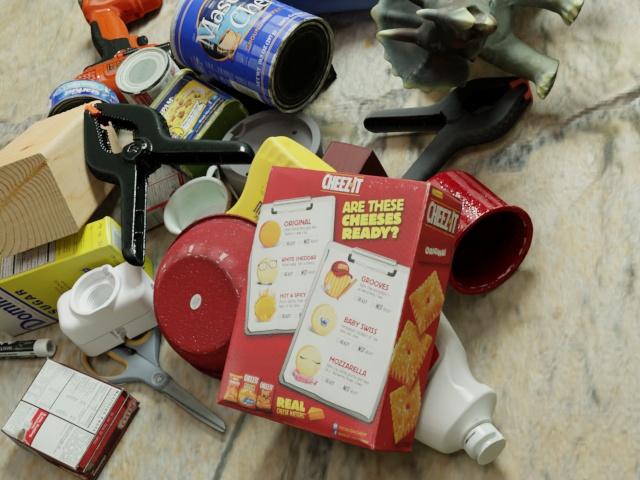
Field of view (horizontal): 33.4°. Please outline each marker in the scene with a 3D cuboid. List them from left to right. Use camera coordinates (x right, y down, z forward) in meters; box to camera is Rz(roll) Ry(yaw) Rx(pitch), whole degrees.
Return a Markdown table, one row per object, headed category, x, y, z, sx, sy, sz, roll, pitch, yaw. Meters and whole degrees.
| category | x | y | z | sx | sy | sz | roll | pitch | yaw |
| --- | --- | --- | --- | --- | --- | --- | --- | --- | --- |
| marker | -0.338 | 0.116 | 1.140 | 0.121 | 0.020 | 0.020 | -5 | 55 | 23 |

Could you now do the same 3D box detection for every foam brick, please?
| category | x | y | z | sx | sy | sz | roll | pitch | yaw |
| --- | --- | --- | --- | --- | --- | --- | --- | --- | --- |
| foam brick | 0.023 | -0.052 | 1.067 | 0.051 | 0.053 | 0.078 | 16 | 65 | 33 |

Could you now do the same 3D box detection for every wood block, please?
| category | x | y | z | sx | sy | sz | roll | pitch | yaw |
| --- | --- | --- | --- | --- | --- | --- | --- | --- | --- |
| wood block | -0.284 | -0.072 | 1.140 | 0.091 | 0.090 | 0.206 | -18 | 19 | 12 |

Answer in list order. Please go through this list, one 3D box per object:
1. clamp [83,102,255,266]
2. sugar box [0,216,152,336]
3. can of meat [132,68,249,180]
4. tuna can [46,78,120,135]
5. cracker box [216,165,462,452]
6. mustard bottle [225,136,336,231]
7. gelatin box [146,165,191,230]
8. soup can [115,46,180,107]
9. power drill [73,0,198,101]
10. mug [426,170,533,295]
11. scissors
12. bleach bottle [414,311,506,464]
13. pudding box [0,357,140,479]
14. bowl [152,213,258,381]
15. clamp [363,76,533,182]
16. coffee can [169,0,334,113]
| category | x | y | z | sx | sy | sz | roll | pitch | yaw |
| --- | --- | --- | --- | --- | --- | --- | --- | --- | --- |
| clamp | -0.186 | -0.074 | 1.088 | 0.210 | 0.036 | 0.164 | 33 | 76 | 33 |
| sugar box | -0.274 | 0.041 | 1.116 | 0.176 | 0.093 | 0.048 | -21 | 51 | 12 |
| can of meat | -0.137 | -0.123 | 1.147 | 0.084 | 0.057 | 0.102 | 33 | 81 | 35 |
| tuna can | -0.278 | -0.148 | 1.256 | 0.086 | 0.086 | 0.034 | -21 | 49 | 11 |
| cracker box | 0.016 | 0.054 | 0.895 | 0.164 | 0.072 | 0.213 | 9 | 84 | 35 |
| mustard bottle | -0.057 | 0.001 | 1.031 | 0.096 | 0.058 | 0.192 | 38 | 109 | 13 |
| gelatin box | -0.171 | -0.058 | 1.177 | 0.089 | 0.030 | 0.073 | -23 | 50 | 5 |
| soup can | -0.178 | -0.160 | 1.206 | 0.069 | 0.102 | 0.068 | -12 | 53 | 17 |
| power drill | -0.222 | -0.254 | 1.321 | 0.184 | 0.057 | 0.188 | -18 | 49 | 2 |
| mug | 0.122 | -0.014 | 0.957 | 0.093 | 0.117 | 0.082 | -59 | 43 | 16 |
| scissors | -0.153 | 0.120 | 1.052 | 0.202 | 0.016 | 0.096 | 12 | 63 | 31 |
| bleach bottle | 0.079 | 0.091 | 0.934 | 0.102 | 0.068 | 0.251 | -42 | 52 | 0 |
| pudding box | -0.245 | 0.174 | 1.044 | 0.114 | 0.039 | 0.090 | 17 | 65 | 31 |
| bowl | -0.100 | 0.056 | 0.992 | 0.162 | 0.055 | 0.162 | 2 | 95 | 28 |
| clamp | 0.127 | -0.123 | 1.078 | 0.171 | 0.039 | 0.120 | -30 | 54 | -5 |
| coffee can | -0.072 | -0.205 | 1.112 | 0.140 | 0.102 | 0.102 | 28 | 72 | 28 |
